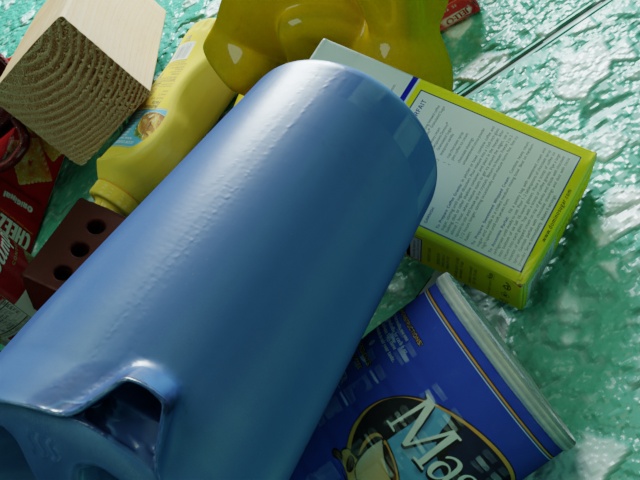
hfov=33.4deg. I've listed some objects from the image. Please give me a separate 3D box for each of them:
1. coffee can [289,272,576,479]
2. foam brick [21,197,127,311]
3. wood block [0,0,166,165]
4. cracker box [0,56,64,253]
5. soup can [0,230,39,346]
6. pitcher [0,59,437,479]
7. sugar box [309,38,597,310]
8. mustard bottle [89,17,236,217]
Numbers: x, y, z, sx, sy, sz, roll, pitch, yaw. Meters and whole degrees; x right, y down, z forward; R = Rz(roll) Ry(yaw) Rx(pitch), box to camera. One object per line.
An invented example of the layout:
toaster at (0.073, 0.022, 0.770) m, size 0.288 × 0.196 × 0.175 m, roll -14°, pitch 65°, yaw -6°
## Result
coffee can at (0.037, 0.098, 0.524) m, size 0.140 × 0.102 × 0.103 m, roll -37°, pitch 40°, yaw 6°
foam brick at (-0.172, 0.019, 0.781) m, size 0.053 × 0.051 × 0.078 m, roll 23°, pitch 59°, yaw 12°
wood block at (-0.197, -0.160, 0.900) m, size 0.090 × 0.090 × 0.206 m, roll -43°, pitch 24°, yaw 18°
cracker box at (-0.317, -0.066, 0.978) m, size 0.164 × 0.072 × 0.213 m, roll -12°, pitch 49°, yaw 31°
soup can at (-0.243, 0.034, 0.806) m, size 0.069 × 0.102 × 0.068 m, roll -22°, pitch 44°, yaw 23°
pitcher at (-0.044, 0.033, 0.489) m, size 0.149 × 0.145 × 0.242 m, roll 1°, pitch 42°, yaw 37°
sugar box at (0.057, -0.040, 0.615) m, size 0.176 × 0.048 × 0.093 m, roll 26°, pitch 70°, yaw 18°
mustard bottle at (-0.124, -0.087, 0.848) m, size 0.096 × 0.058 × 0.191 m, roll 5°, pitch 59°, yaw 58°
